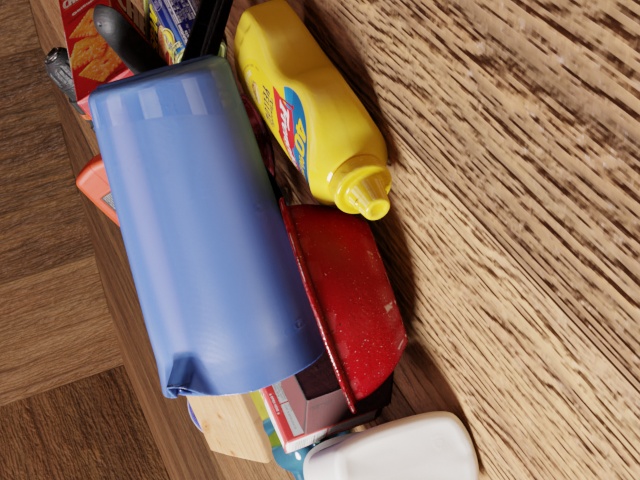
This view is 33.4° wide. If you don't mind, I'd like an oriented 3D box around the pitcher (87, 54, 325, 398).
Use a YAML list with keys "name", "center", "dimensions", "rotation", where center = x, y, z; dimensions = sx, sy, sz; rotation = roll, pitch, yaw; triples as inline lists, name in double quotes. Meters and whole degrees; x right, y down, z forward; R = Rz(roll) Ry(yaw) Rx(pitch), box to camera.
- name: "pitcher"
  center: [-0.084, -0.014, 0.813]
  dimensions: [0.149, 0.145, 0.243]
  rotation: [-145, 39, -75]

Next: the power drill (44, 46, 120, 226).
- name: "power drill"
  center: [-0.230, -0.109, 1.165]
  dimensions: [0.184, 0.057, 0.188]
  rotation: [45, -162, -38]

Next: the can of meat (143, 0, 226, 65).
- name: "can of meat"
  center: [-0.135, -0.200, 1.067]
  dimensions: [0.084, 0.057, 0.102]
  rotation: [64, 163, 18]

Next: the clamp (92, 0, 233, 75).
- name: "clamp"
  center: [-0.121, -0.126, 0.887]
  dimensions: [0.036, 0.164, 0.210]
  rotation: [20, 122, 30]

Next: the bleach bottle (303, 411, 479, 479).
- name: "bleach bottle"
  center: [0.043, 0.177, 0.838]
  dimensions: [0.251, 0.102, 0.068]
  rotation: [124, 132, -78]

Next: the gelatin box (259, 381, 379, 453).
- name: "gelatin box"
  center: [-0.003, 0.134, 0.925]
  dimensions: [0.030, 0.089, 0.073]
  rotation: [96, 152, -58]

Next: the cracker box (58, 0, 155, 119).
- name: "cracker box"
  center: [-0.193, -0.164, 1.128]
  dimensions: [0.164, 0.072, 0.214]
  rotation: [52, -169, -42]

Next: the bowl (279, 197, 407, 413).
- name: "bowl"
  center: [0.022, 0.038, 0.758]
  dimensions: [0.162, 0.055, 0.162]
  rotation: [-20, -89, -89]

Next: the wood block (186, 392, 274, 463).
- name: "wood block"
  center: [-0.093, 0.118, 1.111]
  dimensions: [0.090, 0.090, 0.206]
  rotation: [3, 123, 41]

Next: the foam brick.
- name: "foam brick"
  center: [0.013, 0.114, 0.873]
  dimensions: [0.053, 0.078, 0.051]
  rotation: [94, 154, -48]

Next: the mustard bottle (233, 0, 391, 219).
- name: "mustard bottle"
  center: [-0.001, -0.081, 0.743]
  dimensions: [0.096, 0.058, 0.192]
  rotation: [87, 158, -46]
